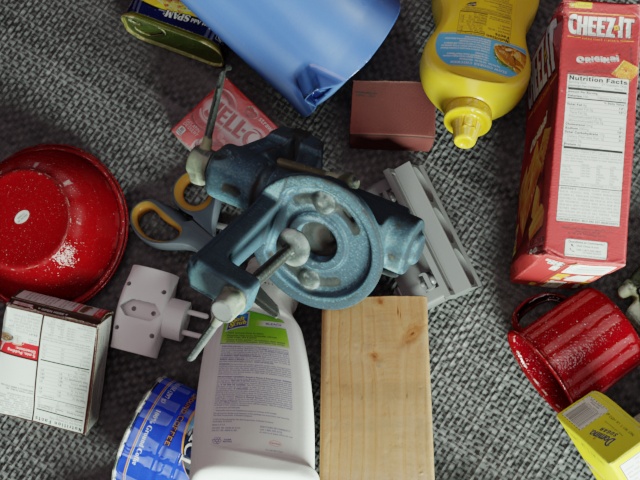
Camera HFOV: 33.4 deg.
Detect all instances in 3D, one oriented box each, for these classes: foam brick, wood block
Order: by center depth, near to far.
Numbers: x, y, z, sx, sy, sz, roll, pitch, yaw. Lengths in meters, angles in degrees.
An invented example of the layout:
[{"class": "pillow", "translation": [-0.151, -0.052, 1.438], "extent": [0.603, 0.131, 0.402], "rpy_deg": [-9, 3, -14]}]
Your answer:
[{"class": "wood block", "translation": [0.046, 0.157, 0.880], "extent": [0.090, 0.091, 0.206], "rpy_deg": [-1, 60, 3]}, {"class": "foam brick", "translation": [0.066, -0.114, 0.976], "extent": [0.078, 0.051, 0.053], "rpy_deg": [3, 80, 4]}]

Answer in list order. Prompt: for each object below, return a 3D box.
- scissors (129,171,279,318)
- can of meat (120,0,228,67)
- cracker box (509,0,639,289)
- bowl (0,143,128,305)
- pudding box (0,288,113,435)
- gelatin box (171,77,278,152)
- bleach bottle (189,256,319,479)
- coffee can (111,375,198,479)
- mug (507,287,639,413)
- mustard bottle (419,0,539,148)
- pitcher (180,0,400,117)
[{"class": "scissors", "translation": [-0.087, -0.006, 0.946], "extent": [0.202, 0.016, 0.096], "rpy_deg": [23, 68, 33]}, {"class": "can of meat", "translation": [-0.124, -0.223, 1.003], "extent": [0.102, 0.057, 0.084], "rpy_deg": [20, 80, 6]}, {"class": "cracker box", "translation": [0.211, -0.074, 0.904], "extent": [0.072, 0.164, 0.213], "rpy_deg": [6, 81, 2]}, {"class": "bowl", "translation": [-0.259, -0.015, 0.970], "extent": [0.162, 0.055, 0.162], "rpy_deg": [-1, 82, 10]}, {"class": "pudding box", "translation": [-0.238, 0.108, 0.947], "extent": [0.090, 0.039, 0.113], "rpy_deg": [13, 110, 4]}, {"class": "gelatin box", "translation": [-0.082, -0.096, 0.993], "extent": [0.073, 0.030, 0.089], "rpy_deg": [-44, 81, -4]}, {"class": "bleach bottle", "translation": [-0.048, 0.109, 0.884], "extent": [0.102, 0.068, 0.250], "rpy_deg": [7, 42, -4]}, {"class": "coffee can", "translation": [-0.092, 0.189, 0.911], "extent": [0.140, 0.103, 0.103], "rpy_deg": [23, 83, 7]}, {"class": "mug", "translation": [0.215, 0.088, 0.924], "extent": [0.081, 0.093, 0.117], "rpy_deg": [-34, 44, -7]}, {"class": "mustard bottle", "translation": [0.138, -0.162, 0.943], "extent": [0.096, 0.058, 0.191], "rpy_deg": [13, 59, 0]}, {"class": "pitcher", "translation": [-0.057, -0.237, 0.928], "extent": [0.242, 0.149, 0.145], "rpy_deg": [39, 87, -16]}]
